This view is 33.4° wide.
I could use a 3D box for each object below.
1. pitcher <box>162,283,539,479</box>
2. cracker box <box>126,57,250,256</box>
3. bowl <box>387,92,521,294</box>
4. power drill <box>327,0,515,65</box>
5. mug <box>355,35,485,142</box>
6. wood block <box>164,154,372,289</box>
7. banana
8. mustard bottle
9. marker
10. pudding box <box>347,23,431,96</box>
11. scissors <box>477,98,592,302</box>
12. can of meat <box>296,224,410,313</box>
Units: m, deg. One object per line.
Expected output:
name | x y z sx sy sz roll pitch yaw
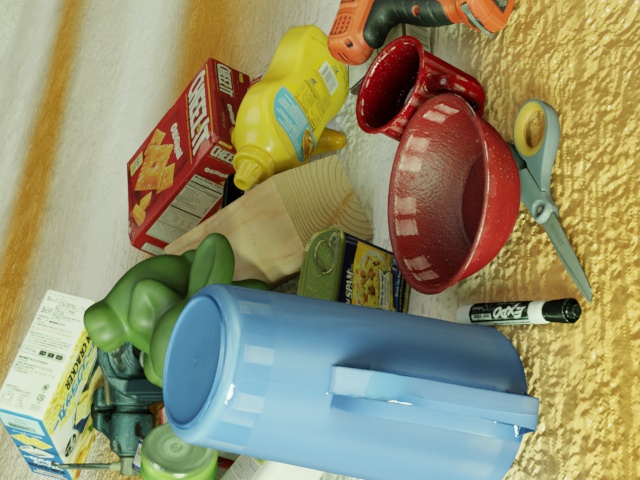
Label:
pitcher | 0.023 0.104 0.749 0.149 0.242 0.145 -57 34 30
cracker box | -0.170 -0.104 1.373 0.214 0.072 0.164 -46 37 32
bowl | 0.113 -0.035 0.859 0.162 0.055 0.162 -175 90 -67
power drill | 0.102 -0.253 1.002 0.188 0.057 0.184 3 68 46
mug | 0.097 -0.124 0.940 0.117 0.081 0.093 -9 63 57
wood block | -0.057 0.002 1.071 0.207 0.090 0.090 -29 85 48
banana | -0.049 -0.113 1.182 0.198 0.069 0.037 10 107 59
mustard bottle | -0.036 -0.121 1.058 0.058 0.096 0.191 1 46 33
marker | 0.148 0.054 0.803 0.121 0.020 0.020 -9 63 56
pudding box | 0.067 -0.209 1.090 0.090 0.039 0.113 -39 39 41
scissors | 0.178 -0.042 0.818 0.096 0.016 0.202 -64 29 18
can of meat | 0.029 0.048 0.935 0.058 0.083 0.102 -22 53 52
